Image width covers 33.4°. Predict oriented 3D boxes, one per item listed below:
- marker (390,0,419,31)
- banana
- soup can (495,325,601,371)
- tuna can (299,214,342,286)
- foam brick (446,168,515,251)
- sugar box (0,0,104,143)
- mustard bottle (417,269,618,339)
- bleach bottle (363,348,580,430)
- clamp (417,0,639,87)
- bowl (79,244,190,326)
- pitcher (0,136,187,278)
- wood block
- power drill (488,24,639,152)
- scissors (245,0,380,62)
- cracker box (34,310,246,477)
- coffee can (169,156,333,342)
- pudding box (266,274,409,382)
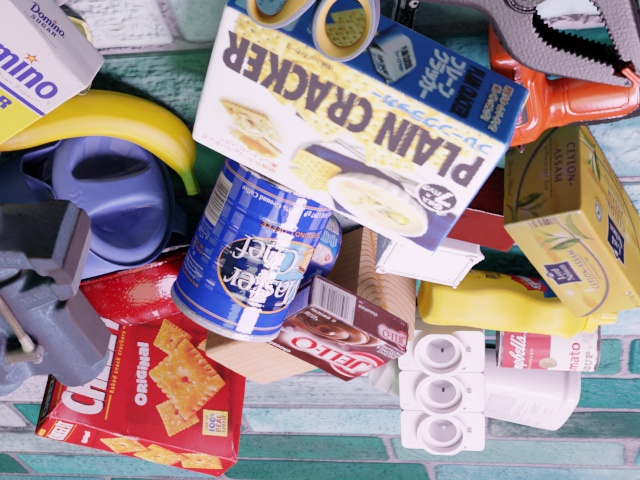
[{"bbox_3d":[0.062,-0.179,0.739,0.020,0.020,0.121,6,148,0],"label":"marker"},{"bbox_3d":[-0.172,-0.089,0.866,0.197,0.069,0.037,12,162,-40],"label":"banana"},{"bbox_3d":[0.237,0.102,1.117,0.102,0.068,0.068,2,148,6],"label":"soup can"},{"bbox_3d":[-0.020,0.006,0.991,0.033,0.086,0.086,29,142,-34],"label":"tuna can"},{"bbox_3d":[0.138,-0.031,0.934,0.078,0.051,0.053,13,147,-11],"label":"foam brick"},{"bbox_3d":[-0.242,-0.107,0.724,0.176,0.048,0.093,-26,118,30],"label":"sugar box"},{"bbox_3d":[0.195,0.061,1.044,0.191,0.058,0.096,8,-171,-3],"label":"mustard bottle"},{"bbox_3d":[0.162,0.156,1.226,0.251,0.068,0.103,10,145,-1],"label":"bleach bottle"},{"bbox_3d":[0.122,-0.163,0.682,0.210,0.036,0.165,40,131,-20],"label":"clamp"},{"bbox_3d":[-0.154,0.043,1.019,0.162,0.055,0.162,-16,-177,1],"label":"bowl"},{"bbox_3d":[-0.250,-0.014,0.971,0.243,0.144,0.149,-16,110,38],"label":"pitcher"},{"bbox_3d":[-0.012,0.071,1.090,0.207,0.091,0.090,-21,139,37],"label":"wood block"},{"bbox_3d":[0.216,-0.130,0.753,0.188,0.057,0.184,-2,141,15],"label":"power drill"},{"bbox_3d":[0.037,-0.186,0.654,0.202,0.016,0.096,-35,105,30],"label":"scissors"},{"bbox_3d":[-0.191,0.157,1.193,0.213,0.164,0.072,18,145,-19],"label":"cracker box"},{"bbox_3d":[-0.056,0.001,0.910,0.102,0.103,0.140,18,108,-19],"label":"coffee can"},{"bbox_3d":[0.011,0.083,0.983,0.113,0.039,0.090,31,140,-24],"label":"pudding box"}]
